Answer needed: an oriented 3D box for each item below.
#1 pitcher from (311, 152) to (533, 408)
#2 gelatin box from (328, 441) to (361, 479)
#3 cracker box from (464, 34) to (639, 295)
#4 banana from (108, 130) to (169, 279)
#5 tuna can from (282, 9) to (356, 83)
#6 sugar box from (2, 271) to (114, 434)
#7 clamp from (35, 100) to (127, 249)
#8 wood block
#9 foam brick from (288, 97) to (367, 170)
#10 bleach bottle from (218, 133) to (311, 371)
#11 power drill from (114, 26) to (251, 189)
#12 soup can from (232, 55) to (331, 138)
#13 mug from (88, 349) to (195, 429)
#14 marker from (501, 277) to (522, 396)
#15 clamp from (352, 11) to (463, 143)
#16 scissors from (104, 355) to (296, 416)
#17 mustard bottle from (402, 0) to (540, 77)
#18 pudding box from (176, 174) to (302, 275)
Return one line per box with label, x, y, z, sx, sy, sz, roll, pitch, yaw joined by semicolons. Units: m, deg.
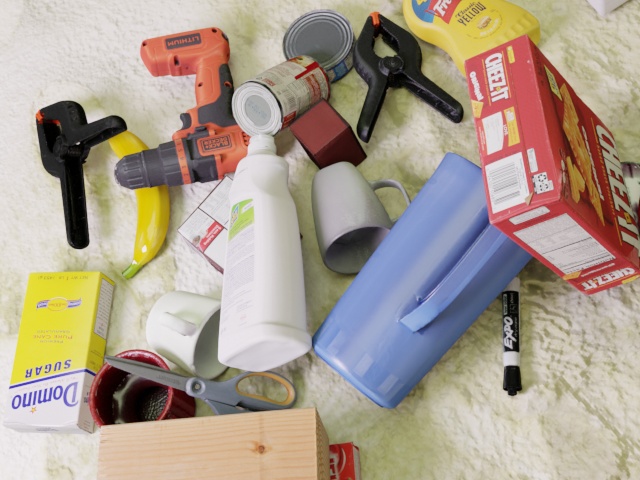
pitcher;0.105;0.043;1.041;0.243;0.149;0.145;-51;52;-2
gelatin box;0.003;0.247;1.051;0.073;0.030;0.089;-9;66;12
cracker box;0.216;-0.062;0.967;0.072;0.213;0.164;-21;60;29
banana;-0.210;-0.056;1.238;0.070;0.037;0.198;-14;65;8
tuna can;0.001;-0.226;1.249;0.086;0.033;0.086;-6;66;14
sugar box;-0.289;0.123;1.181;0.093;0.048;0.176;-2;66;15
clamp;-0.286;-0.112;1.246;0.210;0.036;0.165;54;125;43
wood block;-0.098;0.222;1.007;0.206;0.090;0.091;-6;58;7
foam brick;0.008;-0.109;1.174;0.051;0.078;0.053;-40;62;-1
bleach bottle;-0.057;0.001;1.096;0.103;0.068;0.251;-31;51;46
power drill;-0.157;-0.150;1.235;0.184;0.057;0.188;-11;66;-8
soup can;-0.043;-0.160;1.187;0.069;0.068;0.102;24;36;24
mug;-0.171;0.174;1.104;0.117;0.081;0.093;28;78;25
marker;0.191;0.095;1.066;0.020;0.020;0.121;-3;67;15
clamp;0.074;-0.182;1.201;0.120;0.039;0.171;-17;59;-15
scissors;-0.118;0.166;1.064;0.201;0.016;0.096;5;79;-24
mustard bottle;0.150;-0.260;1.206;0.096;0.058;0.192;-42;63;-5
pudding box;-0.090;-0.007;1.182;0.114;0.039;0.090;37;80;24
